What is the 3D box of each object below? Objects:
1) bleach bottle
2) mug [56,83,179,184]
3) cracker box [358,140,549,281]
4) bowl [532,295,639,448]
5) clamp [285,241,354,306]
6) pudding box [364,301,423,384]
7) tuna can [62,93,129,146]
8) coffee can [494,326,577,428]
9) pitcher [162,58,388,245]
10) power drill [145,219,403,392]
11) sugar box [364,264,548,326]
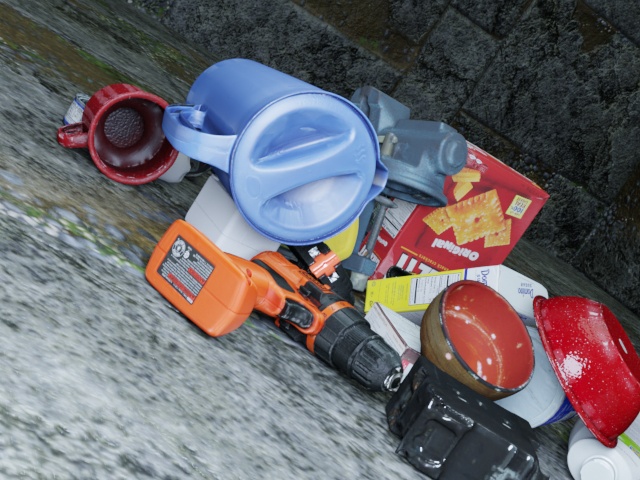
[{"bbox_3d":[0.297,0.216,1.106,0.103,0.068,0.250,36,12,19],"label":"bleach bottle"},{"bbox_3d":[-0.206,-0.110,1.072,0.117,0.093,0.082,-11,22,-19],"label":"mug"},{"bbox_3d":[0.169,-0.015,1.383,0.164,0.214,0.072,27,13,-30],"label":"cracker box"},{"bbox_3d":[0.265,0.113,1.016,0.162,0.055,0.162,47,24,-30],"label":"bowl"},{"bbox_3d":[0.004,0.030,1.033,0.120,0.039,0.171,47,0,-11],"label":"clamp"},{"bbox_3d":[0.092,0.112,1.034,0.090,0.039,0.113,29,9,-20],"label":"pudding box"},{"bbox_3d":[-0.235,-0.123,1.160,0.086,0.034,0.086,32,10,-6],"label":"tuna can"},{"bbox_3d":[0.220,0.141,1.103,0.103,0.103,0.140,37,11,25],"label":"coffee can"},{"bbox_3d":[-0.058,-0.097,0.981,0.149,0.145,0.243,57,-6,-27],"label":"pitcher"},{"bbox_3d":[-0.036,0.055,0.856,0.185,0.057,0.187,35,6,36],"label":"power drill"},{"bbox_3d":[0.142,0.064,1.130,0.177,0.048,0.093,-12,-26,41],"label":"sugar box"}]
